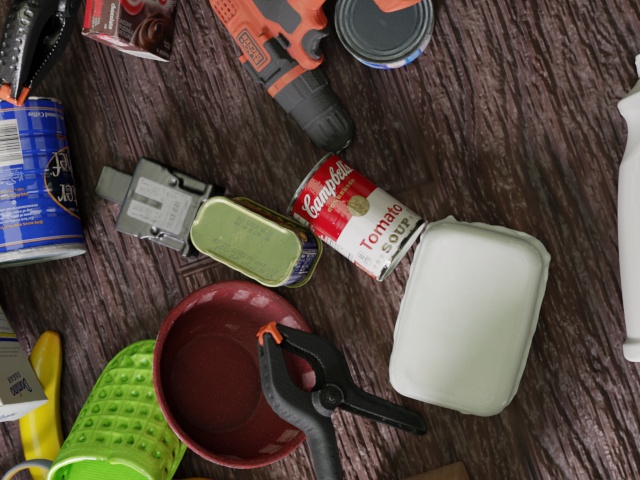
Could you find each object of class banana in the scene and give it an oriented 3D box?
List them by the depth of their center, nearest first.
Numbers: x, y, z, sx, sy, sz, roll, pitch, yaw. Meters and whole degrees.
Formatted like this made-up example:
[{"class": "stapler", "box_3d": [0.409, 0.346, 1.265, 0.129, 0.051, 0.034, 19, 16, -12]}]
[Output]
[{"class": "banana", "box_3d": [-0.243, 0.186, 0.992, 0.069, 0.037, 0.198, -21, 87, -8]}]

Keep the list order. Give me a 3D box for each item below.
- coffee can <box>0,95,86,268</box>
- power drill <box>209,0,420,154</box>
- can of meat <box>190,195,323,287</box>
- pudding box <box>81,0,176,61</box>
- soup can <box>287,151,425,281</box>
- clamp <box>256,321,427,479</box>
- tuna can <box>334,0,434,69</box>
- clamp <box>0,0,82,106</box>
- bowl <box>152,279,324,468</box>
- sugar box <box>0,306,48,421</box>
[{"class": "coffee can", "box_3d": [-0.274, -0.050, 0.964, 0.103, 0.102, 0.140, -10, 87, 10]}, {"class": "power drill", "box_3d": [0.006, -0.181, 0.891, 0.184, 0.057, 0.188, 53, 136, -2]}, {"class": "can of meat", "box_3d": [-0.056, 0.001, 0.932, 0.102, 0.084, 0.057, 26, 94, 10]}, {"class": "pudding box", "box_3d": [-0.165, -0.213, 0.940, 0.039, 0.113, 0.090, 8, 91, 14]}, {"class": "soup can", "box_3d": [0.031, -0.020, 0.924, 0.102, 0.068, 0.068, 37, 96, 8]}, {"class": "clamp", "box_3d": [0.001, 0.147, 0.906, 0.171, 0.039, 0.120, 42, 57, -3]}, {"class": "tuna can", "box_3d": [0.057, -0.195, 0.938, 0.086, 0.033, 0.086, 0, 90, 11]}, {"class": "clamp", "box_3d": [-0.225, -0.217, 0.904, 0.036, 0.164, 0.210, 24, 80, 6]}, {"class": "bowl", "box_3d": [-0.079, 0.119, 0.927, 0.161, 0.055, 0.162, 10, 69, -27]}, {"class": "sugar box", "box_3d": [-0.313, 0.077, 0.943, 0.048, 0.093, 0.176, -29, 79, 6]}]
